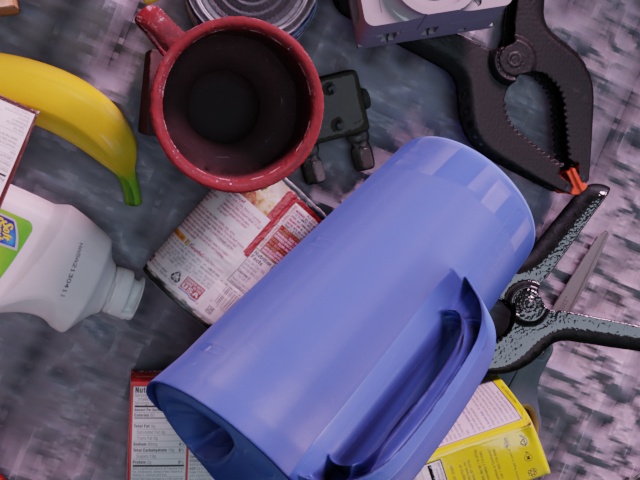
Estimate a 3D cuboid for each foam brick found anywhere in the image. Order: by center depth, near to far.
[{"bbox_3d":[-0.072,-0.089,0.667,0.078,0.051,0.053,3,97,-13],"label":"foam brick"}]

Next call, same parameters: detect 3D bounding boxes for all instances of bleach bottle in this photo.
[{"bbox_3d":[-0.231,0.004,0.641,0.250,0.068,0.102,20,92,-17],"label":"bleach bottle"}]

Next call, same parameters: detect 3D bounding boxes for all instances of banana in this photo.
[{"bbox_3d":[-0.193,-0.080,0.648,0.197,0.037,0.069,18,92,-15],"label":"banana"}]

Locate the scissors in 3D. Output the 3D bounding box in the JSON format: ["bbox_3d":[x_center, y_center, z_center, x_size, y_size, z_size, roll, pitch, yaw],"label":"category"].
[{"bbox_3d":[0.135,0.080,0.757,0.096,0.016,0.202,14,95,-14],"label":"scissors"}]

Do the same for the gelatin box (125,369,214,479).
[{"bbox_3d":[-0.091,0.130,0.708,0.073,0.030,0.089,1,98,-11],"label":"gelatin box"}]

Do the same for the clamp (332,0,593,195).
[{"bbox_3d":[0.112,-0.119,0.711,0.164,0.036,0.210,-24,99,-6],"label":"clamp"}]

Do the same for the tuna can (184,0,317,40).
[{"bbox_3d":[-0.043,-0.159,0.662,0.086,0.034,0.086,0,88,-4],"label":"tuna can"}]

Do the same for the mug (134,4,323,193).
[{"bbox_3d":[-0.060,-0.084,0.600,0.117,0.081,0.093,44,87,-14],"label":"mug"}]

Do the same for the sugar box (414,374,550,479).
[{"bbox_3d":[0.051,0.147,0.699,0.176,0.093,0.048,-21,102,0],"label":"sugar box"}]

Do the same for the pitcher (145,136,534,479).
[{"bbox_3d":[0.029,0.052,0.634,0.149,0.145,0.242,38,66,12],"label":"pitcher"}]

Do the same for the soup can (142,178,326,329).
[{"bbox_3d":[-0.054,0.001,0.676,0.068,0.068,0.102,41,89,-15],"label":"soup can"}]

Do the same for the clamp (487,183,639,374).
[{"bbox_3d":[0.150,0.050,0.730,0.171,0.039,0.120,-30,77,3],"label":"clamp"}]
